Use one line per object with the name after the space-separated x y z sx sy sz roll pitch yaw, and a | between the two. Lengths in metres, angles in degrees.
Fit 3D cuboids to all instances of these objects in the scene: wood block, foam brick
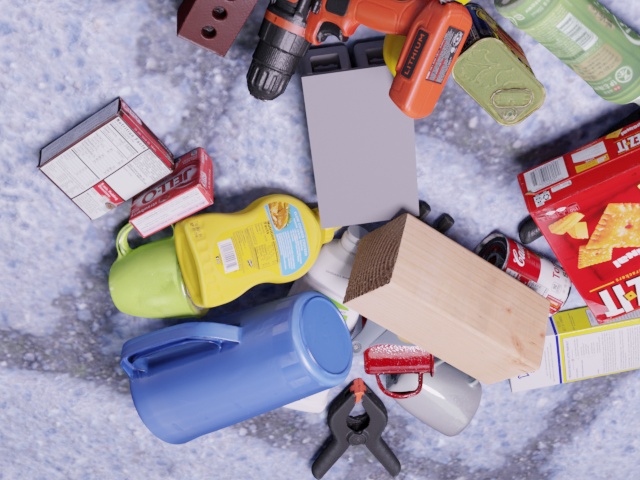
0.139 0.067 1.158 0.206 0.090 0.091 30 148 -21 | wood block
-0.095 -0.224 1.003 0.053 0.051 0.078 22 123 -22 | foam brick

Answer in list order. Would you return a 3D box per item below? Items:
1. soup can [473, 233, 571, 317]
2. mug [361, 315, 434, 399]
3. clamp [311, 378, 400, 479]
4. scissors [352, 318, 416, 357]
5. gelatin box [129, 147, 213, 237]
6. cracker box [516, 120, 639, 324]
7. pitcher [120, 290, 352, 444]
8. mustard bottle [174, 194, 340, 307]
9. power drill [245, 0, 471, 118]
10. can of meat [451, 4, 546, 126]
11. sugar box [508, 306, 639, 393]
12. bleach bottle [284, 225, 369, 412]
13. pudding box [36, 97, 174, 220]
0.232 0.043 1.237 0.102 0.068 0.069 26 121 -24 | soup can
0.091 0.129 1.268 0.081 0.117 0.093 -3 169 2 | mug
0.039 0.256 1.405 0.120 0.039 0.171 -12 122 -2 | clamp
0.061 0.127 1.220 0.096 0.016 0.202 34 92 6 | scissors
-0.155 -0.051 1.119 0.089 0.073 0.030 -26 125 15 | gelatin box
0.332 -0.017 1.151 0.164 0.072 0.213 -24 131 19 | cracker box
-0.094 0.135 1.194 0.243 0.149 0.145 -22 94 32 | pitcher
-0.058 0.001 1.150 0.191 0.058 0.096 -17 95 -29 | mustard bottle
0.028 -0.182 0.963 0.057 0.188 0.184 -7 125 -59 | power drill
0.167 -0.174 1.049 0.058 0.084 0.102 -39 122 22 | can of meat
0.317 0.131 1.331 0.176 0.048 0.093 -9 129 6 | sugar box
0.004 0.090 1.256 0.102 0.068 0.251 15 123 -17 | bleach bottle
-0.223 -0.083 1.111 0.114 0.039 0.090 -31 124 15 | pudding box
